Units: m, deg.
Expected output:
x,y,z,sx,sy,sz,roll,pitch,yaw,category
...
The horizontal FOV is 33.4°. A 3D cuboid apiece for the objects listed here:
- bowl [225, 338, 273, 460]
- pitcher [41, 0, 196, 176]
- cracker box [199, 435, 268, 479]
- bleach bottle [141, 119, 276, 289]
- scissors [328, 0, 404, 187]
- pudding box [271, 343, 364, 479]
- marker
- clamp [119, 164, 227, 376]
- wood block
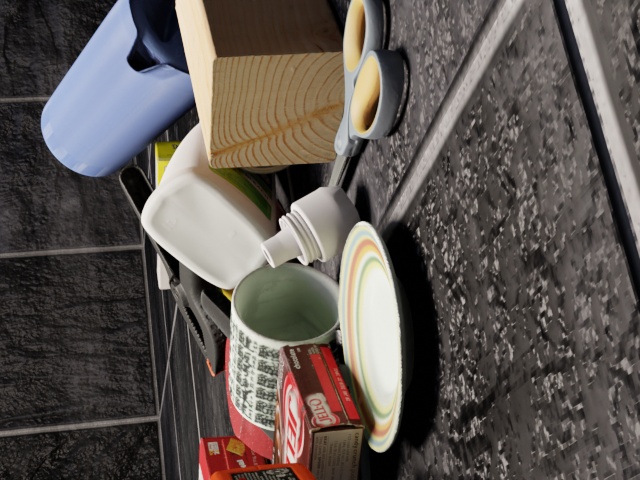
x,y,z,sx,sy,sz,roll,pitch,yaw,category
-0.050,0.125,0.937,0.162,0.055,0.162,177,90,-77,bowl
-0.188,-0.171,1.114,0.243,0.149,0.145,-35,57,44,pitcher
-0.084,0.336,1.116,0.164,0.072,0.214,-113,24,-54,cracker box
-0.083,-0.061,0.889,0.068,0.102,0.251,-41,21,18,bleach bottle
0.018,-0.084,0.667,0.202,0.016,0.096,133,134,-73,scissors
-0.004,0.135,0.676,0.090,0.039,0.113,-115,24,-59,pudding box
0.022,0.112,0.696,0.020,0.020,0.121,-176,82,-77,marker
-0.114,0.039,0.971,0.165,0.036,0.210,29,143,59,clamp
-0.048,-0.151,0.768,0.206,0.090,0.090,-108,19,-46,wood block
